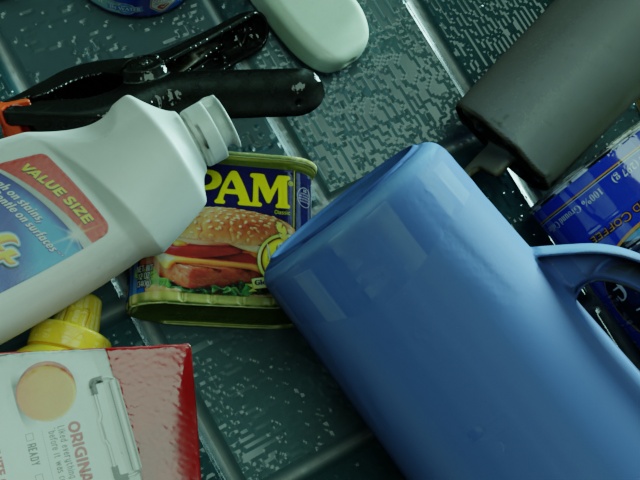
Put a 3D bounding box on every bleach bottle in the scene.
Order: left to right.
[{"bbox_3d":[-0.158,-0.006,0.510,0.250,0.068,0.102,-29,81,-7],"label":"bleach bottle"}]

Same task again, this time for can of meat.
[{"bbox_3d":[-0.054,0.001,0.573,0.102,0.057,0.084,4,73,-13],"label":"can of meat"}]

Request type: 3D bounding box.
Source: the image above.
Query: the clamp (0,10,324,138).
[{"bbox_3d":[-0.084,-0.078,0.576,0.171,0.120,0.039,-23,119,-17],"label":"clamp"}]

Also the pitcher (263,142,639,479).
[{"bbox_3d":[0.094,0.069,0.516,0.149,0.145,0.243,-42,96,-31],"label":"pitcher"}]
